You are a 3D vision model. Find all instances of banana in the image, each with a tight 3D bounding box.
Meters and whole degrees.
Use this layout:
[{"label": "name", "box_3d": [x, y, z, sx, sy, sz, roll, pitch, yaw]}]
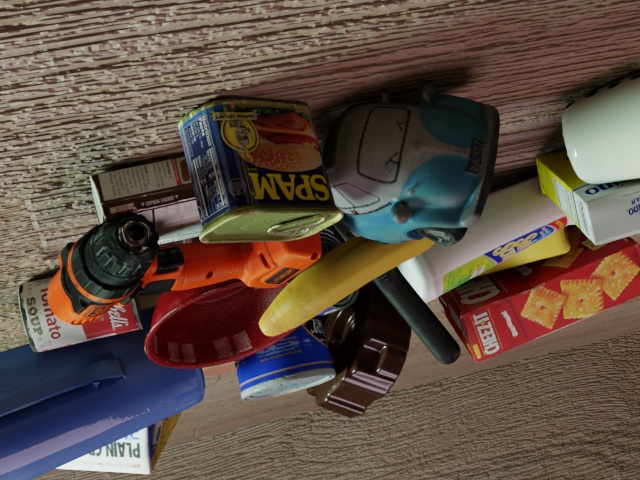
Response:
[{"label": "banana", "box_3d": [0.037, 0.020, 0.872, 0.197, 0.037, 0.070, -26, 151, -31]}]

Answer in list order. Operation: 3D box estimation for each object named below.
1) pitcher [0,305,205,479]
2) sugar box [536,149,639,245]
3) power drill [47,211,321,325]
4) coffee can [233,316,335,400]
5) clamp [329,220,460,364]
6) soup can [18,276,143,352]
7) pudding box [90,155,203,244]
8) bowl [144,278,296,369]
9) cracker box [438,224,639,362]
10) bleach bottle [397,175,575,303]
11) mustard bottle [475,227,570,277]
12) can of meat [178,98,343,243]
[{"label": "pitcher", "box_3d": [-0.239, 0.147, 1.037, 0.242, 0.145, 0.149, -20, -147, -18]}, {"label": "sugar box", "box_3d": [0.260, -0.051, 0.953, 0.093, 0.048, 0.176, -16, -166, 2]}, {"label": "power drill", "box_3d": [-0.097, 0.010, 0.787, 0.187, 0.057, 0.185, -8, 169, -28]}, {"label": "coffee can", "box_3d": [-0.050, 0.090, 1.138, 0.102, 0.140, 0.103, -14, 166, -4]}, {"label": "clamp", "box_3d": [0.045, 0.014, 1.003, 0.036, 0.165, 0.209, -40, 125, -2]}, {"label": "soup can", "box_3d": [-0.223, 0.061, 0.997, 0.102, 0.068, 0.068, -13, 166, -7]}, {"label": "pudding box", "box_3d": [-0.126, -0.026, 0.817, 0.090, 0.039, 0.113, -14, 169, -13]}, {"label": "bowl", "box_3d": [-0.090, 0.057, 0.986, 0.162, 0.055, 0.162, -16, 152, -9]}, {"label": "cracker box", "box_3d": [0.248, 0.044, 1.241, 0.213, 0.072, 0.164, -22, -161, 0]}, {"label": "bleach bottle", "box_3d": [0.197, -0.022, 1.074, 0.250, 0.068, 0.102, -25, 160, -6]}, {"label": "mustard bottle", "box_3d": [0.182, 0.009, 1.208, 0.192, 0.058, 0.096, -17, -162, 14]}, {"label": "can of meat", "box_3d": [-0.042, -0.047, 0.725, 0.101, 0.084, 0.058, -1, 161, -43]}]
